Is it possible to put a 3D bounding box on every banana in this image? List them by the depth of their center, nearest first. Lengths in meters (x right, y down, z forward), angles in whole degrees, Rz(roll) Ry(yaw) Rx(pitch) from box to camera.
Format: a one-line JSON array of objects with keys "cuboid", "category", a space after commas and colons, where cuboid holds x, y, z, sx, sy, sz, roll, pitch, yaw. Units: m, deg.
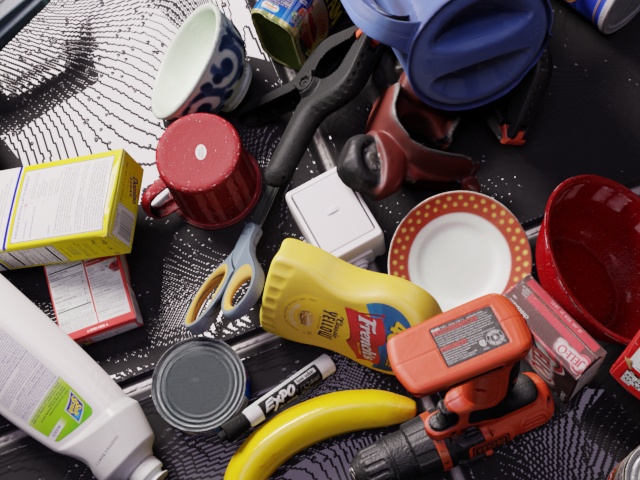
[{"cuboid": [-0.013, 0.176, 0.928, 0.197, 0.037, 0.069, -34, 88, -4], "category": "banana"}]

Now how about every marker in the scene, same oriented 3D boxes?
[{"cuboid": [-0.039, 0.139, 0.935, 0.121, 0.020, 0.020, -32, 69, -21], "category": "marker"}]

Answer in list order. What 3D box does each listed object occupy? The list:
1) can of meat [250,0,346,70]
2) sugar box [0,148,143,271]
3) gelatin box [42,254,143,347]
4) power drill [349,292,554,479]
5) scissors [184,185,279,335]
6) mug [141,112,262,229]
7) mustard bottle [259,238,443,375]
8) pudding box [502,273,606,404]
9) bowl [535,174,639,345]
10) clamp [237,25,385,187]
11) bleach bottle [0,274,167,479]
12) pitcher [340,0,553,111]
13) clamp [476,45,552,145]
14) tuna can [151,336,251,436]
[{"cuboid": [-0.020, -0.224, 1.036, 0.057, 0.102, 0.084, 29, 78, 16], "category": "can of meat"}, {"cuboid": [-0.256, -0.025, 0.998, 0.176, 0.048, 0.093, -8, 59, 24], "category": "sugar box"}, {"cuboid": [-0.213, 0.049, 1.000, 0.073, 0.030, 0.089, -20, 69, 1], "category": "gelatin box"}, {"cuboid": [0.100, 0.128, 0.851, 0.184, 0.187, 0.057, -24, 58, -6], "category": "power drill"}, {"cuboid": [-0.056, 0.001, 0.969, 0.096, 0.016, 0.201, 4, 57, 55], "category": "scissors"}, {"cuboid": [-0.117, -0.061, 1.000, 0.117, 0.081, 0.093, -32, 70, -5], "category": "mug"}, {"cuboid": [0.046, 0.069, 0.925, 0.192, 0.096, 0.058, 19, 41, 8], "category": "mustard bottle"}, {"cuboid": [0.190, 0.084, 0.892, 0.039, 0.113, 0.090, -40, 70, -4], "category": "pudding box"}, {"cuboid": [0.239, 0.026, 0.915, 0.161, 0.055, 0.162, 16, 57, -25], "category": "bowl"}, {"cuboid": [-0.006, -0.128, 0.984, 0.172, 0.039, 0.120, -39, 48, 24], "category": "clamp"}, {"cuboid": [-0.240, 0.138, 0.949, 0.251, 0.068, 0.103, 40, 112, 12], "category": "bleach bottle"}, {"cuboid": [0.087, -0.241, 0.955, 0.145, 0.149, 0.243, -32, 51, 8], "category": "pitcher"}, {"cuboid": [0.166, -0.195, 1.010, 0.165, 0.036, 0.210, 2, 93, 48], "category": "clamp"}, {"cuboid": [-0.106, 0.131, 0.955, 0.086, 0.034, 0.086, -2, 70, 6], "category": "tuna can"}]
